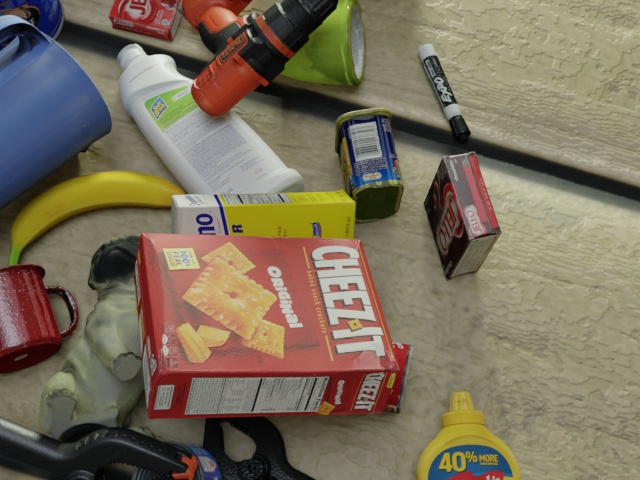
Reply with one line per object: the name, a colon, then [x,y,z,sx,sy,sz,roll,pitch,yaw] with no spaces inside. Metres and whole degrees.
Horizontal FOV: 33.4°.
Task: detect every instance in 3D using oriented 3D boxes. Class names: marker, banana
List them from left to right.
banana: [-0.241,-0.036,1.116,0.197,0.037,0.069,-22,89,-6]
marker: [0.135,-0.160,1.165,0.020,0.020,0.121,-18,69,-6]

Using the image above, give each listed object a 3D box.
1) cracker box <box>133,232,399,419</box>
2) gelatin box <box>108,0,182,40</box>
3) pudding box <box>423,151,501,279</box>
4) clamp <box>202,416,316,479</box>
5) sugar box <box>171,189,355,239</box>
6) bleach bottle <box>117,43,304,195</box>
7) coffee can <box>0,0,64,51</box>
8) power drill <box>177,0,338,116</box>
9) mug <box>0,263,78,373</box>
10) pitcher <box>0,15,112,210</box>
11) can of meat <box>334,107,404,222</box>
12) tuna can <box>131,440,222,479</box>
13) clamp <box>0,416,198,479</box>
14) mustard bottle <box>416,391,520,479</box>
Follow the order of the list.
cracker box: [-0.053,0.072,0.954,0.213,0.072,0.164,1,45,-16]
gelatin box: [-0.190,-0.275,1.209,0.073,0.030,0.089,15,69,7]
pudding box: [0.139,-0.023,1.061,0.039,0.113,0.090,-11,69,-7]
clamp: [-0.050,0.219,1.006,0.120,0.039,0.171,-19,65,-16]
sugar box: [-0.057,0.002,1.046,0.176,0.048,0.093,-4,111,-17]
bleach bottle: [-0.130,-0.119,1.131,0.102,0.068,0.251,-33,69,-15]
coffee can: [-0.344,-0.276,1.153,0.103,0.140,0.103,0,69,1]
power drill: [-0.072,-0.236,1.113,0.184,0.057,0.188,-39,38,13]
mug: [-0.294,0.078,1.050,0.117,0.093,0.081,-9,70,-40]
pitcher: [-0.339,-0.097,1.048,0.242,0.145,0.149,-44,101,-23]
can of meat: [0.050,-0.074,1.090,0.057,0.102,0.084,-9,71,-3]
tuna can: [-0.133,0.230,0.989,0.086,0.033,0.086,-9,73,31]
clamp: [-0.214,0.225,0.962,0.210,0.036,0.164,-2,110,5]
mustard bottle: [0.138,0.236,0.990,0.096,0.058,0.191,-2,68,-1]
